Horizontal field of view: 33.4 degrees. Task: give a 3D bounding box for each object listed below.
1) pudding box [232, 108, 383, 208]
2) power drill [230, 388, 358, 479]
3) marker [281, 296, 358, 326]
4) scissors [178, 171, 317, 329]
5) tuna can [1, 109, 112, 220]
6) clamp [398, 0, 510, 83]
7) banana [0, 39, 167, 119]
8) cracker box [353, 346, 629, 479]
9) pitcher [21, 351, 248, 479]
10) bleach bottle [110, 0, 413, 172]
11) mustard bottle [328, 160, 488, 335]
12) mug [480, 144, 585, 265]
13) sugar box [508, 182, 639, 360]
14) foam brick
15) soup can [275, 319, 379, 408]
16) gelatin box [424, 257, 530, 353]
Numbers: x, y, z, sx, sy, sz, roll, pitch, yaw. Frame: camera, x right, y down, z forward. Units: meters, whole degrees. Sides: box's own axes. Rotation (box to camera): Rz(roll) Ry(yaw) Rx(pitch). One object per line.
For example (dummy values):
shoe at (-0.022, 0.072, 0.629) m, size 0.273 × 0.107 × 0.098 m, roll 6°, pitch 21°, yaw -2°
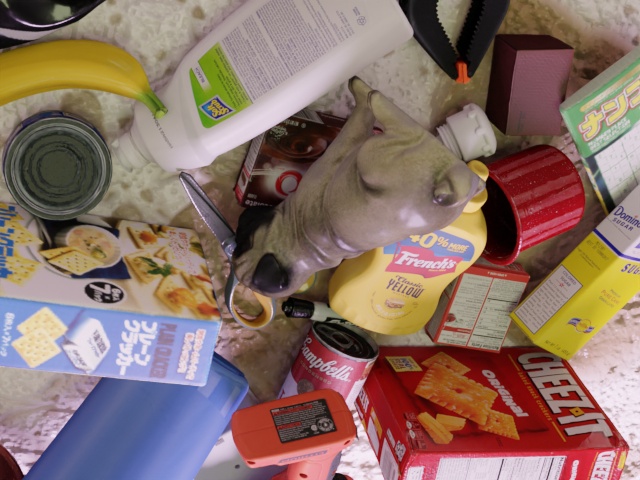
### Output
pudding box at (-0.007, -0.063, 0.909) m, size 0.113 × 0.039 × 0.090 m, roll 13°, pitch 114°, yaw -20°
power drill at (-0.044, 0.215, 0.953) m, size 0.184 × 0.057 × 0.188 m, roll -12°, pitch 142°, yaw -17°
marker at (0.019, 0.068, 0.984) m, size 0.120 × 0.020 × 0.020 m, roll 10°, pitch 114°, yaw -29°
scissors at (-0.056, 0.001, 0.917) m, size 0.096 × 0.016 × 0.202 m, roll -22°, pitch 136°, yaw -12°
tuna can at (-0.210, -0.059, 0.852) m, size 0.086 × 0.034 × 0.086 m, roll -4°, pitch 105°, yaw -16°
clamp at (0.116, -0.231, 0.855) m, size 0.164 × 0.036 × 0.210 m, roll -18°, pitch 122°, yaw -6°
banana at (-0.219, -0.118, 0.815) m, size 0.197 × 0.069 × 0.037 m, roll -7°, pitch 153°, yaw -2°
cracker box at (0.152, 0.168, 0.998) m, size 0.213 × 0.164 × 0.072 m, roll 1°, pitch 118°, yaw -15°
pitcher at (-0.171, 0.193, 0.934) m, size 0.144 × 0.149 × 0.243 m, roll 39°, pitch 83°, yaw -39°
bleach bottle at (-0.058, -0.136, 0.838) m, size 0.251 × 0.068 × 0.102 m, roll -31°, pitch 76°, yaw 10°
mustard bottle at (0.088, 0.003, 0.922) m, size 0.096 × 0.058 × 0.192 m, roll 19°, pitch 131°, yaw -17°
mug at (0.173, -0.030, 0.946) m, size 0.081 × 0.093 × 0.117 m, roll -22°, pitch 161°, yaw -24°
sugar box at (0.268, 0.032, 1.008) m, size 0.176 × 0.048 × 0.093 m, roll -46°, pitch 145°, yaw 14°
foam brick at (0.177, -0.134, 0.913) m, size 0.053 × 0.051 × 0.078 m, roll -2°, pitch 117°, yaw -13°
soup can at (0.003, 0.131, 0.995) m, size 0.068 × 0.068 × 0.102 m, roll 17°, pitch 112°, yaw -22°
gelatin box at (0.149, 0.060, 1.018) m, size 0.073 × 0.030 × 0.089 m, roll 10°, pitch 114°, yaw -20°
